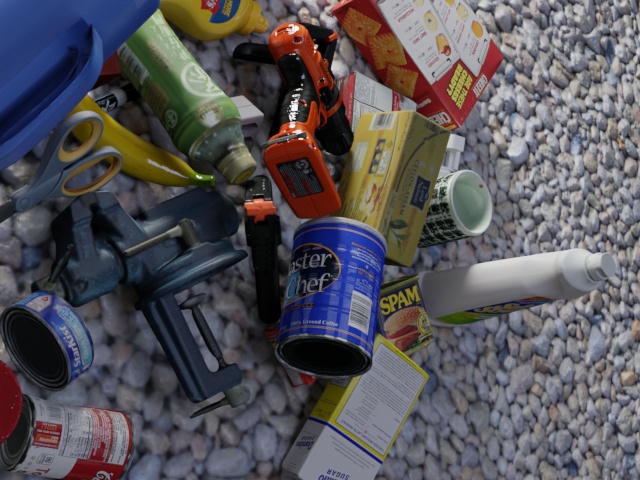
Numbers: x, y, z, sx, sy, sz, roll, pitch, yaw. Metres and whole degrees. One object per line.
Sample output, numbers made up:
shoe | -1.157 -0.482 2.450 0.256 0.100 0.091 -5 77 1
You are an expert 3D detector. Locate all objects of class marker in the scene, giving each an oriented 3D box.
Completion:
marker | -0.221 -0.134 1.061 0.120 0.020 0.020 -34 102 -43

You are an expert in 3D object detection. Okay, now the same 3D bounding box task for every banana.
banana | -0.192 -0.099 1.039 0.197 0.070 0.037 31 52 -40

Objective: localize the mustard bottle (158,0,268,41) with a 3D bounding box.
mustard bottle | -0.134 -0.270 1.153 0.191 0.058 0.096 22 64 -37

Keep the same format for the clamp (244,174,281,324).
clamp | -0.057 0.001 1.080 0.036 0.210 0.164 -5 85 -3

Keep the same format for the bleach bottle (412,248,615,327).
bleach bottle | 0.228 0.051 1.261 0.102 0.251 0.068 11 71 -40

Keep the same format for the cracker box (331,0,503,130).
cracker box | 0.130 -0.266 1.387 0.213 0.072 0.164 51 50 -21

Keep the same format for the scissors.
scissors | -0.262 -0.054 0.951 0.201 0.016 0.096 -27 139 -36

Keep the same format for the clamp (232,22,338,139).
clamp | -0.037 -0.208 1.234 0.171 0.039 0.120 -59 136 -38

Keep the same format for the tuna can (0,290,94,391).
tuna can | -0.239 0.087 0.935 0.033 0.086 0.086 -38 104 -44

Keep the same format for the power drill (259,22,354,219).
power drill | -0.010 -0.115 1.150 0.187 0.057 0.184 -89 156 -43

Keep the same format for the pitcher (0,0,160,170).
pitcher | -0.248 -0.162 0.898 0.242 0.145 0.149 -45 96 -15

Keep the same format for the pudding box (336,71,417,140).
pudding box | 0.068 -0.146 1.319 0.113 0.039 0.090 20 67 -35

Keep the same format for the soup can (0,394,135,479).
soup can | -0.223 0.175 0.937 0.102 0.069 0.068 19 66 -37

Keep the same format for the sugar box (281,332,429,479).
sugar box | 0.039 0.196 1.159 0.093 0.048 0.176 40 74 -27

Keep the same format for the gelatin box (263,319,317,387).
gelatin box | -0.011 0.108 1.179 0.089 0.030 0.073 -35 101 -42

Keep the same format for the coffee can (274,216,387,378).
coffee can | 0.012 0.061 1.122 0.102 0.103 0.140 31 54 -33

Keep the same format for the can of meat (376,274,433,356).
can of meat | 0.081 0.094 1.250 0.101 0.058 0.084 -18 93 -43
